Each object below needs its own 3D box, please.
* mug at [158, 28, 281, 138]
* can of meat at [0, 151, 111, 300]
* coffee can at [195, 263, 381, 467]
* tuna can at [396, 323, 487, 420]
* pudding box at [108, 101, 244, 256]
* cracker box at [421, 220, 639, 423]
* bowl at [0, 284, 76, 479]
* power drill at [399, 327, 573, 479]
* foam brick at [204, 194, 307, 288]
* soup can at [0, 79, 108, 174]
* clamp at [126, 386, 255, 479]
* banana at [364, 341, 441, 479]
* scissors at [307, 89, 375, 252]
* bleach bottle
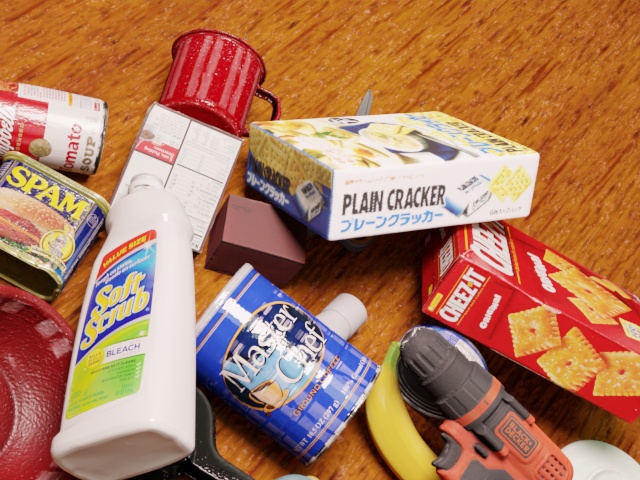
[{"bbox_3d":[-0.093,-0.130,0.992,0.117,0.093,0.081,21,59,-13],"label":"mug"},{"bbox_3d":[-0.237,-0.011,0.875,0.102,0.058,0.083,29,57,-3],"label":"can of meat"},{"bbox_3d":[-0.036,0.101,0.869,0.140,0.103,0.102,38,53,0],"label":"coffee can"},{"bbox_3d":[0.102,0.115,0.933,0.086,0.086,0.033,40,51,3],"label":"tuna can"},{"bbox_3d":[-0.128,-0.053,0.936,0.090,0.039,0.113,23,83,-11],"label":"pudding box"},{"bbox_3d":[0.200,0.056,0.977,0.213,0.072,0.164,29,21,-6],"label":"cracker box"},{"bbox_3d":[-0.240,0.116,0.774,0.161,0.055,0.162,30,51,-46],"label":"bowl"},{"bbox_3d":[0.090,0.188,0.851,0.184,0.057,0.187,44,77,-6],"label":"power drill"},{"bbox_3d":[-0.056,0.001,0.952,0.078,0.051,0.053,16,55,-15],"label":"foam brick"},{"bbox_3d":[-0.240,-0.097,0.918,0.102,0.069,0.068,9,58,-19],"label":"soup can"},{"bbox_3d":[-0.121,0.175,0.816,0.164,0.036,0.210,-21,64,-31],"label":"clamp"},{"bbox_3d":[0.094,0.184,0.903,0.198,0.070,0.037,54,14,-2],"label":"banana"},{"bbox_3d":[0.040,-0.065,1.056,0.096,0.016,0.201,38,53,-1],"label":"scissors"},{"bbox_3d":[-0.145,0.053,0.824,0.068,0.103,0.251,48,28,-46],"label":"bleach bottle"}]
